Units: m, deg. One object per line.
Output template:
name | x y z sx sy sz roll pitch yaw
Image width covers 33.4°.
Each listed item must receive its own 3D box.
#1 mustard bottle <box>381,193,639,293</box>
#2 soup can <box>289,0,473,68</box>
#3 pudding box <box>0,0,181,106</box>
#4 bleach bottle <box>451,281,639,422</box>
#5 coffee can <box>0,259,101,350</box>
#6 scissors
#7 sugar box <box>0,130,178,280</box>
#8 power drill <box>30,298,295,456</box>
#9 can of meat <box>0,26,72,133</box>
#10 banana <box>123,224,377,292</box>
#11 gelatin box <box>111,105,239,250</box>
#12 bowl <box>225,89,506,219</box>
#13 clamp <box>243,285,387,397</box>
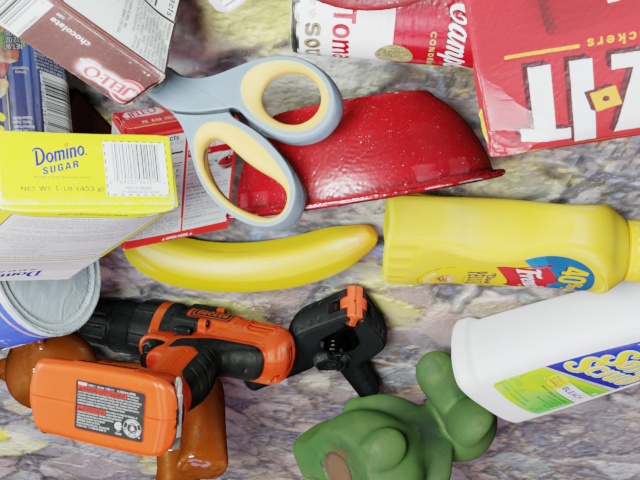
mustard bottle | 0.137 0.003 0.706 0.191 0.058 0.096 3 163 3
soup can | 0.039 -0.122 0.531 0.102 0.068 0.068 5 146 2
pudding box | -0.120 -0.133 0.521 0.039 0.090 0.113 -25 135 35
bleach bottle | 0.227 0.065 0.785 0.251 0.068 0.102 -25 136 34
coffee can | -0.245 0.032 0.772 0.141 0.102 0.102 -16 140 30
scissors | -0.066 -0.092 0.561 0.096 0.202 0.016 -45 160 12
sugar box | -0.156 -0.015 0.593 0.093 0.048 0.177 0 169 -32
power drill | -0.130 0.089 0.783 0.185 0.187 0.057 7 104 18
can of meat | -0.191 -0.072 0.615 0.102 0.084 0.057 -14 166 26
banana | -0.058 0.011 0.770 0.198 0.037 0.069 3 147 4
gelatin box | -0.092 -0.042 0.659 0.073 0.030 0.089 -13 134 -26
bowl | 0.021 -0.051 0.610 0.162 0.055 0.162 -9 -177 0
clamp | 0.016 0.091 0.878 0.120 0.039 0.172 7 151 -21
